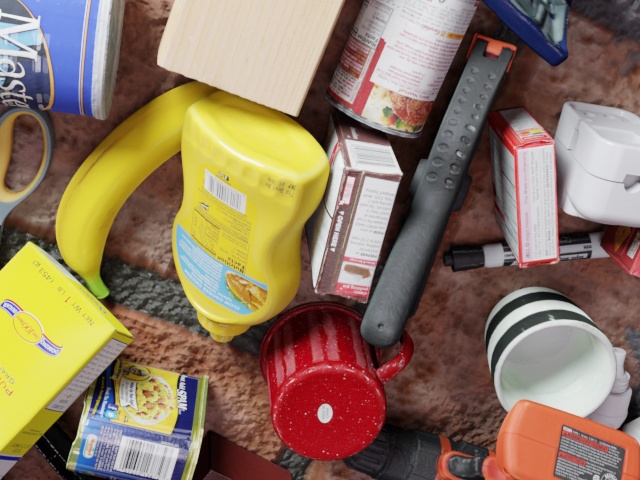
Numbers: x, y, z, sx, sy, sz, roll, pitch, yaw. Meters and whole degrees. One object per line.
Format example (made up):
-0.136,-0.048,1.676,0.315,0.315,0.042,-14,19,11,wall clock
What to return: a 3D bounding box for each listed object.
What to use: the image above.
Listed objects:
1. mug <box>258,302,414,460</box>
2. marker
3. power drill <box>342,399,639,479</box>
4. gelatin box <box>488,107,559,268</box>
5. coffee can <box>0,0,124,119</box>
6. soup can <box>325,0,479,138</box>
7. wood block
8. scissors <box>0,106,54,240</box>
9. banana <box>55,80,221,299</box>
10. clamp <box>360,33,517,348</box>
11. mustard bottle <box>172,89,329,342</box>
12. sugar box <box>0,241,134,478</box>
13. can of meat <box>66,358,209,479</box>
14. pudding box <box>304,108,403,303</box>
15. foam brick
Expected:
0.014,0.098,0.764,0.117,0.081,0.093,-25,114,7,mug
0.149,0.008,0.769,0.121,0.020,0.020,-6,114,-2,marker
0.120,0.158,0.758,0.184,0.188,0.057,20,69,-14,power drill
0.138,-0.036,0.719,0.030,0.073,0.089,-9,114,-1,gelatin box
-0.192,-0.132,0.634,0.140,0.103,0.103,7,113,-7,coffee can
0.053,-0.125,0.676,0.068,0.068,0.102,19,111,-13,soup can
-0.019,-0.192,0.628,0.090,0.090,0.206,19,111,-13,wood block
-0.246,-0.011,0.731,0.096,0.016,0.202,24,110,-13,scissors
-0.122,-0.047,0.717,0.069,0.037,0.198,23,115,-42,banana
0.078,-0.030,0.706,0.036,0.164,0.210,21,89,6,clamp
-0.054,0.001,0.707,0.096,0.058,0.192,33,136,19,mustard bottle
-0.221,0.096,0.718,0.093,0.048,0.176,42,85,17,sugar box
-0.128,0.129,0.757,0.084,0.102,0.057,15,112,-9,can of meat
0.018,-0.026,0.692,0.039,0.113,0.090,10,114,-7,pudding box
-0.066,0.194,0.817,0.078,0.051,0.053,31,107,-17,foam brick
